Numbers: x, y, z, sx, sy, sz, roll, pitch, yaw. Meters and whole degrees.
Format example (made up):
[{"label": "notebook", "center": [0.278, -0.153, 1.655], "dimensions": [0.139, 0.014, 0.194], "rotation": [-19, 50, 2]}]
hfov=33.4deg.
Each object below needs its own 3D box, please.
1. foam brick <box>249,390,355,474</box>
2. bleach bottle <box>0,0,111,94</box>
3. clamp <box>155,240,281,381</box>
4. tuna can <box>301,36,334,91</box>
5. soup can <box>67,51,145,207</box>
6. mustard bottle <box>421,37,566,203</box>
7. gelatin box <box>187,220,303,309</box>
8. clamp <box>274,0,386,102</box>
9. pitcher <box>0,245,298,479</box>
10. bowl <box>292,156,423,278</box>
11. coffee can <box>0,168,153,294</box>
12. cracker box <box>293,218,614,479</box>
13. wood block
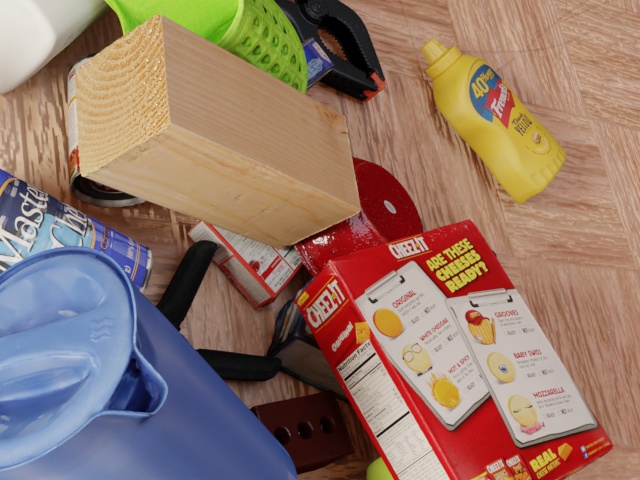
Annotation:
[{"label": "foam brick", "center": [-0.025, 0.150, 0.806], "dimensions": [0.078, 0.051, 0.053], "rotation": [-6, 70, -40]}, {"label": "bleach bottle", "center": [-0.185, -0.211, 0.865], "dimensions": [0.068, 0.103, 0.250], "rotation": [53, 39, -14]}, {"label": "clamp", "center": [-0.114, 0.069, 0.790], "dimensions": [0.171, 0.039, 0.120], "rotation": [-16, 75, -42]}, {"label": "tuna can", "center": [-0.030, -0.140, 0.943], "dimensions": [0.034, 0.086, 0.086], "rotation": [51, 46, -5]}, {"label": "soup can", "center": [-0.159, -0.085, 0.822], "dimensions": [0.068, 0.069, 0.102], "rotation": [11, 59, -34]}, {"label": "mustard bottle", "center": [0.174, -0.135, 1.121], "dimensions": [0.191, 0.058, 0.096], "rotation": [48, 45, -6]}, {"label": "gelatin box", "center": [-0.056, 0.001, 0.882], "dimensions": [0.089, 0.030, 0.073], "rotation": [47, 45, -8]}, {"label": "clamp", "center": [-0.022, -0.215, 1.025], "dimensions": [0.164, 0.036, 0.210], "rotation": [-39, 93, -38]}, {"label": "pitcher", "center": [-0.117, 0.118, 0.654], "dimensions": [0.242, 0.145, 0.149], "rotation": [53, 8, -48]}, {"label": "bowl", "center": [0.040, -0.016, 0.925], "dimensions": [0.162, 0.055, 0.162], "rotation": [34, 38, -32]}, {"label": "coffee can", "center": [-0.198, 0.017, 0.709], "dimensions": [0.140, 0.103, 0.102], "rotation": [30, 50, -22]}, {"label": "cracker box", "center": [0.101, 0.102, 0.812], "dimensions": [0.163, 0.072, 0.214], "rotation": [-15, 67, -41]}, {"label": "wood block", "center": [-0.072, -0.072, 0.789], "dimensions": [0.205, 0.090, 0.091], "rotation": [22, 52, -49]}]
